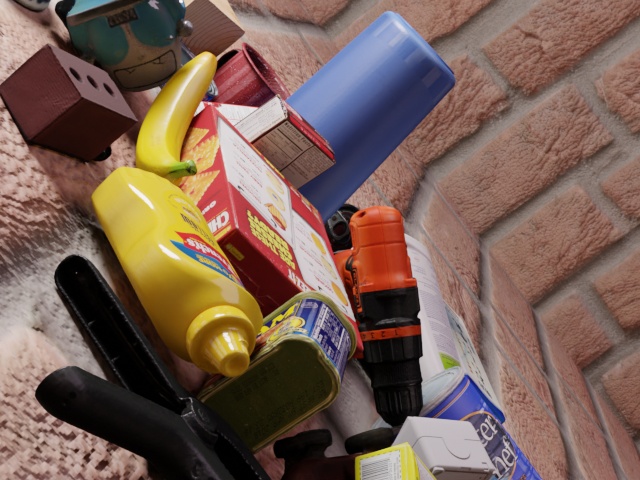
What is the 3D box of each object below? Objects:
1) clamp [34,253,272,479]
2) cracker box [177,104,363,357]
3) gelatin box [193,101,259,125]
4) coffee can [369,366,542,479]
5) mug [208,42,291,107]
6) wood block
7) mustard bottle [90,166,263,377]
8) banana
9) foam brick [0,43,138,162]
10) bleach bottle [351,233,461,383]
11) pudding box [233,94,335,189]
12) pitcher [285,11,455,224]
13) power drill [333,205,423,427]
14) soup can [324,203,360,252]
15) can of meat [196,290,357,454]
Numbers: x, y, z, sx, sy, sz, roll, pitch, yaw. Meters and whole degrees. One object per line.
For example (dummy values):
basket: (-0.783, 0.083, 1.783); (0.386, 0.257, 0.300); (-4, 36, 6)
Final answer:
clamp: (-0.080, 0.108, 0.585); (0.210, 0.036, 0.164); (51, 6, -15)
cracker box: (-0.056, 0.001, 0.906); (0.164, 0.072, 0.214); (45, 16, -31)
gelatin box: (-0.091, -0.108, 1.071); (0.089, 0.030, 0.073); (4, 34, -18)
coffee can: (0.125, 0.198, 0.951); (0.140, 0.103, 0.102); (53, 12, 0)
mug: (-0.094, -0.172, 1.216); (0.093, 0.081, 0.117); (37, 21, -53)
wood block: (-0.180, -0.299, 1.230); (0.090, 0.090, 0.206); (34, 23, -55)
mustard bottle: (-0.085, 0.026, 0.680); (0.096, 0.058, 0.192); (43, 5, -37)
banana: (-0.122, -0.094, 0.903); (0.198, 0.070, 0.037); (-91, 156, -52)
foam brick: (-0.180, -0.097, 0.762); (0.053, 0.051, 0.078); (56, 13, 16)
bleach bottle: (0.103, 0.119, 1.065); (0.102, 0.068, 0.251); (25, 42, -54)
pudding box: (-0.055, -0.077, 1.021); (0.090, 0.114, 0.039); (40, 22, -47)
pitcher: (0.025, -0.128, 1.157); (0.144, 0.243, 0.149); (35, 15, -50)
power drill: (0.049, 0.069, 0.955); (0.188, 0.057, 0.184); (147, -62, -80)
soup can: (0.045, 0.005, 1.275); (0.102, 0.068, 0.068); (35, 22, -55)
can of meat: (-0.029, 0.088, 0.694); (0.057, 0.102, 0.084); (52, 14, -8)
